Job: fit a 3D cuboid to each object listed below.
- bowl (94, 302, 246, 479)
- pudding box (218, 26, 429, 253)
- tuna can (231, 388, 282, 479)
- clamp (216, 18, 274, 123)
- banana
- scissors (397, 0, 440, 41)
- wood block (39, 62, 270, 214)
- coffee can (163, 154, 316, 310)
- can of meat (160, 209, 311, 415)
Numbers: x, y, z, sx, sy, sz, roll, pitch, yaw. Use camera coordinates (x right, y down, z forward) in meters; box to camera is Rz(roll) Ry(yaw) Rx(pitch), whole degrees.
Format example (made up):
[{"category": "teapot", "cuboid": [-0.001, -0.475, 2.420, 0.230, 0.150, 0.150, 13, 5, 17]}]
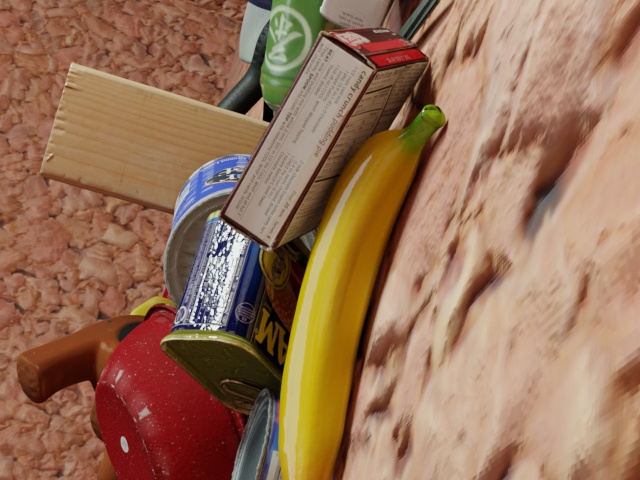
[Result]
[{"category": "bowl", "cuboid": [-0.103, 0.125, 0.693, 0.162, 0.055, 0.162, 38, 137, 45]}, {"category": "pudding box", "cuboid": [0.003, -0.055, 0.554, 0.114, 0.039, 0.089, -61, -14, 22]}, {"category": "tuna can", "cuboid": [-0.025, 0.124, 0.566, 0.086, 0.033, 0.086, -164, 91, -81]}, {"category": "clamp", "cuboid": [-0.044, -0.173, 1.099, 0.210, 0.036, 0.164, -58, -18, 14]}, {"category": "banana", "cuboid": [0.010, 0.028, 0.520, 0.070, 0.037, 0.198, -173, 100, -81]}, {"category": "scissors", "cuboid": [0.034, -0.093, 0.652, 0.202, 0.016, 0.096, -163, 92, -82]}, {"category": "wood block", "cuboid": [-0.108, -0.064, 0.856, 0.090, 0.206, 0.091, -169, 95, -81]}, {"category": "coffee can", "cuboid": [-0.055, 0.001, 0.749, 0.140, 0.102, 0.103, -110, 37, -75]}, {"category": "can of meat", "cuboid": [-0.037, 0.042, 0.605, 0.102, 0.058, 0.084, 53, -136, -49]}]
